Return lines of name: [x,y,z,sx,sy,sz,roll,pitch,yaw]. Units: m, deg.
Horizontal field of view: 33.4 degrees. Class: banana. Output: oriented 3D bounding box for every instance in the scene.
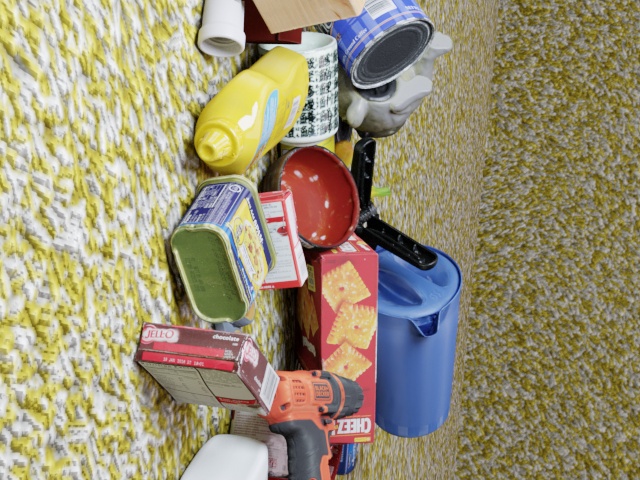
banana: [0.030,-0.084,1.330,0.197,0.070,0.037,34,35,-69]

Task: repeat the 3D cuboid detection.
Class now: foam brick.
foam brick: [-0.052,-0.213,1.008,0.078,0.051,0.053,-25,117,-73]

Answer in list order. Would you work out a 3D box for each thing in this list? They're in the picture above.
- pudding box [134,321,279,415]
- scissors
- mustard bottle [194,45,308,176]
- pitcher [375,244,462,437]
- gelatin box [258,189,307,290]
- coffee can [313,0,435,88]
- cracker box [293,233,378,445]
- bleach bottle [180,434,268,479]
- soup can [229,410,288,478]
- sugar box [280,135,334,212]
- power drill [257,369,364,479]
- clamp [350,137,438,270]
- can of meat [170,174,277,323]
pudding box: [-0.091,0.106,0.880,0.113,0.090,0.039,68,31,-60]
scissors: [-0.097,0.080,0.989,0.201,0.016,0.096,9,83,-75]
mustard bottle: [-0.066,-0.109,0.961,0.191,0.058,0.096,-54,168,-62]
pitcher: [0.107,0.126,1.351,0.149,0.145,0.243,-52,149,-42]
gelatin box: [-0.056,0.001,0.985,0.030,0.073,0.089,-55,136,-67]
coffee can: [0.040,-0.245,1.117,0.140,0.103,0.102,57,3,20]
cracker box: [0.012,0.101,1.205,0.164,0.072,0.214,-132,-138,-73]
bleach bottle: [-0.086,0.315,1.019,0.102,0.068,0.251,-56,150,-60]
soup can: [-0.056,0.185,1.076,0.068,0.068,0.102,45,52,-71]
sugar box: [-0.013,-0.127,1.191,0.093,0.048,0.176,-46,140,-68]
power drill: [0.004,0.215,1.018,0.184,0.057,0.187,16,58,-60]
clamp: [0.055,-0.021,1.263,0.164,0.036,0.210,59,-25,2]
can of meat: [-0.083,0.009,0.917,0.083,0.057,0.102,-67,146,-56]
